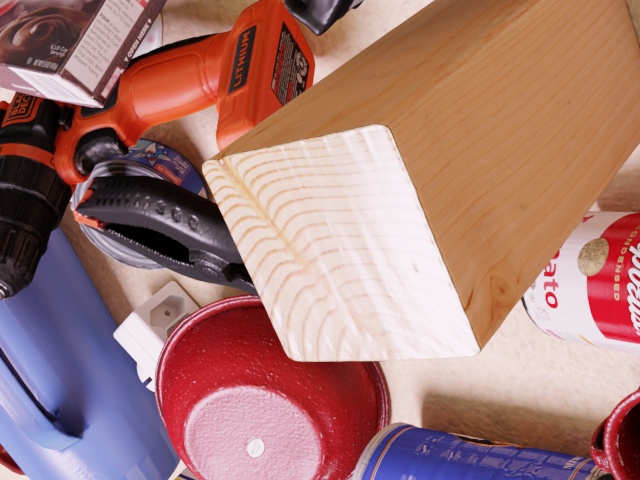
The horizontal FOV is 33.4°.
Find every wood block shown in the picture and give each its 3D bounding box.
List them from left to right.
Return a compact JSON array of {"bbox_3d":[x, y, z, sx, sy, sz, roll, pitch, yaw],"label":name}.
[{"bbox_3d":[0.059,-0.043,0.449,0.090,0.205,0.091,-7,114,40],"label":"wood block"}]

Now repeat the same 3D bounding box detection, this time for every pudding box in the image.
[{"bbox_3d":[-0.142,-0.124,0.586,0.114,0.090,0.039,17,164,39],"label":"pudding box"}]

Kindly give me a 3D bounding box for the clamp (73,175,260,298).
[{"bbox_3d":[-0.054,0.001,0.617,0.210,0.036,0.164,21,158,14],"label":"clamp"}]

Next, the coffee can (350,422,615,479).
[{"bbox_3d":[0.099,0.170,0.633,0.141,0.102,0.103,4,121,35],"label":"coffee can"}]

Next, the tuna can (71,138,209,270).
[{"bbox_3d":[-0.117,-0.024,0.700,0.086,0.033,0.086,10,129,13],"label":"tuna can"}]

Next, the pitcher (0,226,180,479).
[{"bbox_3d":[-0.205,0.094,0.787,0.145,0.149,0.243,-14,112,42],"label":"pitcher"}]

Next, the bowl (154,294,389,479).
[{"bbox_3d":[-0.038,0.118,0.695,0.162,0.055,0.162,4,116,9],"label":"bowl"}]

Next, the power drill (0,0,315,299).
[{"bbox_3d":[-0.102,-0.056,0.582,0.188,0.184,0.057,-7,145,23],"label":"power drill"}]
